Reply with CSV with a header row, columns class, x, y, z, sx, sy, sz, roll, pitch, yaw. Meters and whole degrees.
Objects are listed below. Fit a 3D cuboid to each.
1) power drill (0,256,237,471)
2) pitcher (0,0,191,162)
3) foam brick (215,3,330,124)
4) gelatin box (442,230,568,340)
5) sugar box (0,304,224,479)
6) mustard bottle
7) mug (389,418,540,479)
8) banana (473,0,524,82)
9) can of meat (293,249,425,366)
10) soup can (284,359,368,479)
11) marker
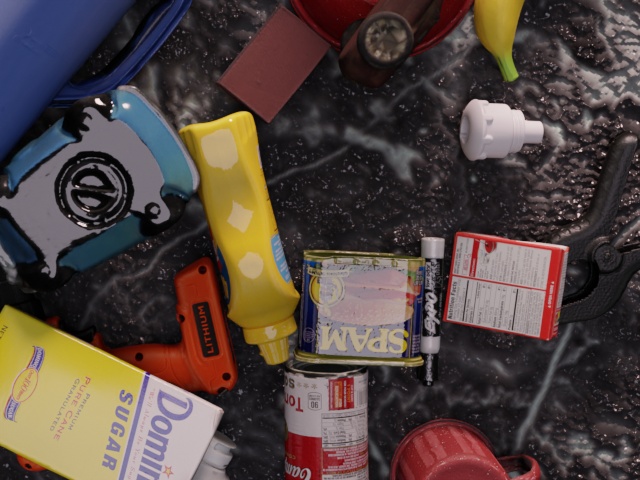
class,x,y,z,sx,sy,sz,roll,pitch,yaw
power drill,-0.167,0.070,0.829,0.187,0.057,0.184,-14,93,-1
pitcher,-0.208,-0.159,0.761,0.149,0.145,0.243,37,91,2
foam brick,-0.036,-0.134,0.816,0.051,0.053,0.078,39,92,-7
gelatin box,0.146,0.035,0.843,0.089,0.030,0.073,9,96,25
sugar box,-0.167,0.126,0.772,0.176,0.048,0.093,25,81,0
mustard bottle,-0.056,0.001,0.808,0.058,0.096,0.191,-15,97,-3
mug,0.118,0.195,0.849,0.117,0.081,0.093,-10,97,-3
banana,0.176,-0.224,0.833,0.069,0.037,0.198,32,95,-26
can of meat,0.032,0.052,0.841,0.102,0.057,0.084,3,94,-4
soup can,0.005,0.147,0.843,0.068,0.068,0.102,-1,96,-4
marker,0.089,0.058,0.863,0.020,0.020,0.121,1,96,-4
